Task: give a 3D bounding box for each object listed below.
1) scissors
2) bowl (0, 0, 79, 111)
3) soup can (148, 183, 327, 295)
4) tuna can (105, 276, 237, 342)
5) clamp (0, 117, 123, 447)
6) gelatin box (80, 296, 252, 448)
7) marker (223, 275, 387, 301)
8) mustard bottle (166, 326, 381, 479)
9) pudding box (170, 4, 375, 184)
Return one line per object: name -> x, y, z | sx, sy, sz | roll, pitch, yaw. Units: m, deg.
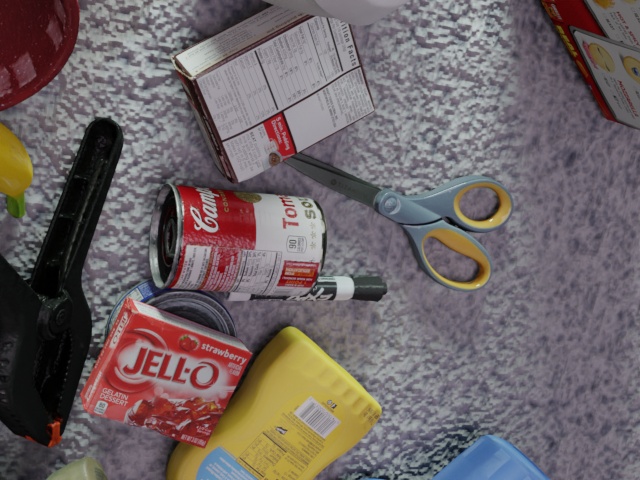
scissors -> 0.065, -0.038, 0.764 | 0.201, 0.016, 0.096 | 41, 88, -27
bowl -> -0.215, -0.135, 0.578 | 0.162, 0.055, 0.162 | -11, 149, -7
soup can -> -0.055, 0.001, 0.701 | 0.102, 0.069, 0.068 | 5, 105, -23
tuna can -> -0.101, 0.068, 0.723 | 0.086, 0.034, 0.086 | -6, 109, -19
clamp -> -0.177, 0.041, 0.643 | 0.036, 0.164, 0.210 | 17, 113, 18
gelatin box -> -0.100, 0.087, 0.692 | 0.089, 0.030, 0.073 | 24, 97, -26
marker -> -0.009, 0.034, 0.757 | 0.121, 0.020, 0.020 | 1, 106, -22
mustard bottle -> -0.052, 0.160, 0.757 | 0.191, 0.058, 0.096 | -47, 117, -2
pudding box -> -0.028, -0.100, 0.685 | 0.113, 0.039, 0.090 | -30, 130, -12
